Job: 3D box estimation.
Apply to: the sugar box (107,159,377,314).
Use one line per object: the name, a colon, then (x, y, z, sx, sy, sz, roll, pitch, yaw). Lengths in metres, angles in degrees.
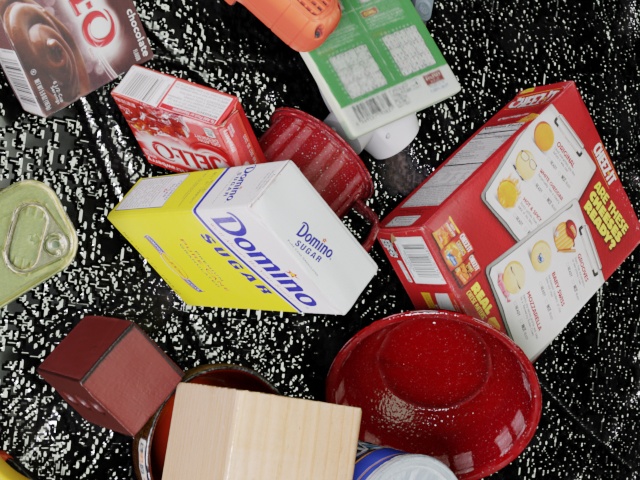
sugar box: (-0.055, 0.001, 0.673, 0.093, 0.177, 0.048, 50, 64, -25)

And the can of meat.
can of meat: (-0.206, 0.009, 0.623, 0.102, 0.084, 0.057, -36, 110, -30)

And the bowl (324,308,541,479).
bowl: (0.086, 0.109, 0.817, 0.162, 0.162, 0.055, 58, 21, -21)

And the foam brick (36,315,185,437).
foam brick: (-0.135, 0.084, 0.679, 0.053, 0.078, 0.051, 50, 64, -22)

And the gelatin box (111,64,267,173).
gelatin box: (-0.084, -0.070, 0.692, 0.030, 0.089, 0.073, -57, 151, -23)

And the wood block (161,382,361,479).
wood block: (-0.047, 0.196, 0.648, 0.090, 0.091, 0.206, 14, 79, -31)

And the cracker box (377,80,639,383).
cracker box: (0.162, -0.006, 0.892, 0.213, 0.072, 0.164, -42, 114, -28)

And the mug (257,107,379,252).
mug: (-0.014, -0.025, 0.749, 0.117, 0.093, 0.081, 37, 71, 10)

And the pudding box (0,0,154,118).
pudding box: (-0.165, -0.147, 0.666, 0.089, 0.039, 0.113, -36, 125, -29)
